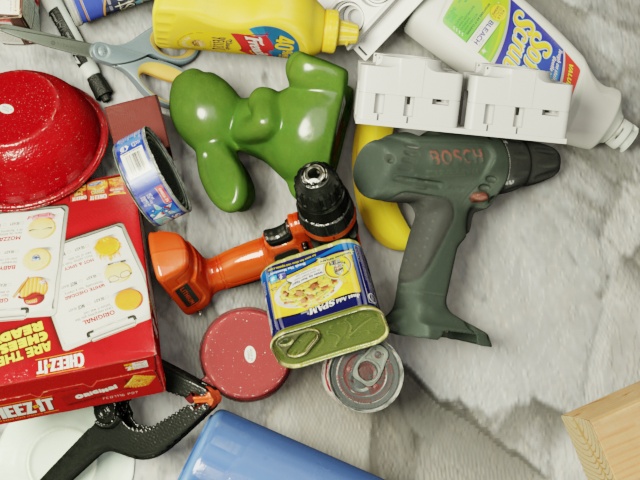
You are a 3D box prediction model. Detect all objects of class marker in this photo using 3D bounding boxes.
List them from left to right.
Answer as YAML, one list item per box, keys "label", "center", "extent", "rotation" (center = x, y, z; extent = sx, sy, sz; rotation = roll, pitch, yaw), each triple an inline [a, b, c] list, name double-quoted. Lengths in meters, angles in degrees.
- label: "marker"
  center: [-0.240, -0.190, 1.057]
  extent: [0.020, 0.020, 0.121]
  rotation: [-29, 86, -7]

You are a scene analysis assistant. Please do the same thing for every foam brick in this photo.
- label: "foam brick"
  center: [-0.173, -0.101, 1.021]
  extent: [0.051, 0.078, 0.053]
  rotation: [-14, 85, -7]

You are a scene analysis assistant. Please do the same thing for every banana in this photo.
- label: "banana"
  center: [0.063, -0.074, 1.057]
  extent: [0.069, 0.037, 0.198]
  rotation: [-6, 85, -25]

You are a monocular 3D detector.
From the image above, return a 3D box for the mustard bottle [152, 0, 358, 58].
- label: "mustard bottle"
  center: [-0.059, -0.205, 1.005]
  extent: [0.191, 0.096, 0.058]
  rotation: [5, 78, -5]

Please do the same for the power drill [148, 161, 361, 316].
- label: "power drill"
  center: [-0.056, 0.001, 0.974]
  extent: [0.187, 0.184, 0.057]
  rotation: [-15, 63, 3]

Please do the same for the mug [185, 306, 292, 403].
- label: "mug"
  center: [-0.079, 0.113, 1.000]
  extent: [0.117, 0.081, 0.093]
  rotation: [-34, 87, -7]

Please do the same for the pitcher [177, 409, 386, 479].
- label: "pitcher"
  center: [-0.013, 0.256, 0.954]
  extent: [0.243, 0.149, 0.145]
  rotation: [26, 82, 0]

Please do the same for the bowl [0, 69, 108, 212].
- label: "bowl"
  center: [-0.283, -0.106, 0.993]
  extent: [0.162, 0.055, 0.162]
  rotation: [-2, 56, 2]

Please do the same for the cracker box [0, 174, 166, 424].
- label: "cracker box"
  center: [-0.232, 0.049, 0.956]
  extent: [0.164, 0.072, 0.214]
  rotation: [-11, 51, -5]

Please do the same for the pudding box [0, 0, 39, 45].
- label: "pudding box"
  center: [-0.295, -0.254, 1.025]
  extent: [0.039, 0.090, 0.113]
  rotation: [-1, 84, -5]

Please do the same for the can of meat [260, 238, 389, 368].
- label: "can of meat"
  center: [0.001, 0.054, 0.943]
  extent: [0.102, 0.057, 0.084]
  rotation: [-18, 50, 5]

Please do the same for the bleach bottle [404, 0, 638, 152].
- label: "bleach bottle"
  center: [0.211, -0.178, 1.064]
  extent: [0.251, 0.068, 0.102]
  rotation: [35, 83, -1]

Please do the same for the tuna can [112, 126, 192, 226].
- label: "tuna can"
  center: [-0.149, -0.056, 0.948]
  extent: [0.034, 0.086, 0.086]
  rotation: [-27, 86, 4]

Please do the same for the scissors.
- label: "scissors"
  center: [-0.198, -0.194, 1.028]
  extent: [0.201, 0.016, 0.096]
  rotation: [27, 69, -23]

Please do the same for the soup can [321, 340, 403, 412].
- label: "soup can"
  center: [0.037, 0.125, 0.996]
  extent: [0.068, 0.102, 0.068]
  rotation: [0, 83, -4]

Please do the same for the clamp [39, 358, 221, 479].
- label: "clamp"
  center: [-0.193, 0.164, 0.967]
  extent: [0.210, 0.036, 0.164]
  rotation: [-2, 88, 13]
